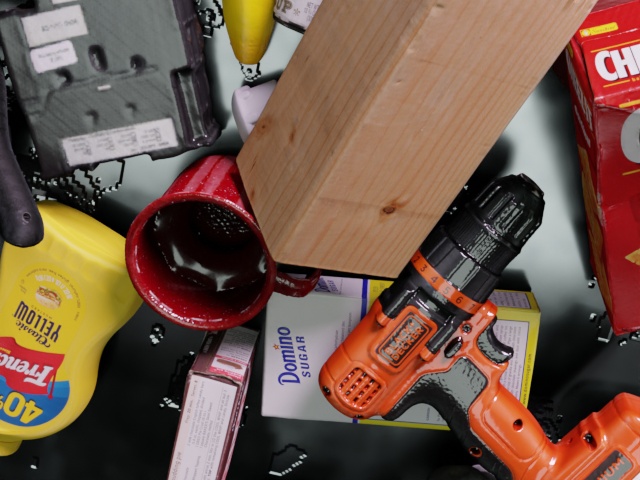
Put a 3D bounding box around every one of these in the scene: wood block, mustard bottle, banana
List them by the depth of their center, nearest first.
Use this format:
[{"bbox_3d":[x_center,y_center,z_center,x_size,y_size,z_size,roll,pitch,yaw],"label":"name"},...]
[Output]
[{"bbox_3d":[0.043,-0.084,0.580,0.090,0.090,0.206,8,132,-31],"label":"wood block"},{"bbox_3d":[-0.065,-0.203,0.634,0.070,0.037,0.198,-18,106,42],"label":"banana"},{"bbox_3d":[-0.193,0.075,0.718,0.096,0.058,0.192,31,108,3],"label":"mustard bottle"}]

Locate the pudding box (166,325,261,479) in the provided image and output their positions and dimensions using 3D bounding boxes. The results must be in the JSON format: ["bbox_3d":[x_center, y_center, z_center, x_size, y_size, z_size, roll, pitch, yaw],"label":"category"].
[{"bbox_3d":[-0.073,0.121,0.710,0.039,0.090,0.113,12,108,0],"label":"pudding box"}]

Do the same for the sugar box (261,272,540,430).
[{"bbox_3d":[0.051,0.075,0.711,0.176,0.048,0.093,6,107,4],"label":"sugar box"}]

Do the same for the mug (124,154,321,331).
[{"bbox_3d":[-0.054,0.001,0.667,0.117,0.081,0.093,20,117,0],"label":"mug"}]

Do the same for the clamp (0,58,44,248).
[{"bbox_3d":[-0.205,-0.059,0.648,0.120,0.039,0.171,-11,88,49],"label":"clamp"}]

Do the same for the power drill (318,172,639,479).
[{"bbox_3d":[0.119,0.076,0.653,0.187,0.057,0.185,40,106,-3],"label":"power drill"}]
